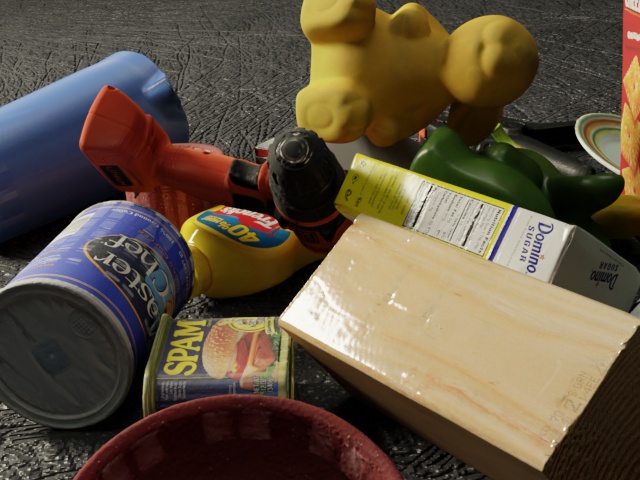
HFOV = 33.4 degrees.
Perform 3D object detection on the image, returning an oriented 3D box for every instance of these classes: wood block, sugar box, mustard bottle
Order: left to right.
[{"bbox_3d":[-0.056,0.001,0.858,0.096,0.058,0.191,27,37,33],"label":"mustard bottle"},{"bbox_3d":[0.085,0.067,0.588,0.206,0.090,0.090,24,72,49],"label":"wood block"},{"bbox_3d":[0.100,-0.001,0.659,0.176,0.048,0.093,20,-5,44],"label":"sugar box"}]

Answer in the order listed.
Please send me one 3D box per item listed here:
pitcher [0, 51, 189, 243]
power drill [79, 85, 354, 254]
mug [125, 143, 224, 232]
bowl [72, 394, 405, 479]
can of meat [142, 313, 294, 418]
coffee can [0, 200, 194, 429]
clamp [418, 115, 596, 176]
[{"bbox_3d":[-0.258,-0.082,1.033,0.145,0.149,0.242,27,39,27],"label":"pitcher"},{"bbox_3d":[-0.069,-0.051,0.746,0.188,0.057,0.184,19,-14,12],"label":"power drill"},{"bbox_3d":[-0.131,-0.035,0.929,0.093,0.081,0.117,-17,26,-27],"label":"mug"},{"bbox_3d":[-0.037,0.146,0.473,0.162,0.055,0.162,0,41,-1],"label":"bowl"},{"bbox_3d":[-0.059,0.087,0.656,0.084,0.057,0.102,-1,23,1],"label":"can of meat"},{"bbox_3d":[-0.152,0.045,0.712,0.103,0.103,0.140,0,23,11],"label":"coffee can"},{"bbox_3d":[0.204,-0.103,1.087,0.210,0.036,0.164,13,28,30],"label":"clamp"}]
